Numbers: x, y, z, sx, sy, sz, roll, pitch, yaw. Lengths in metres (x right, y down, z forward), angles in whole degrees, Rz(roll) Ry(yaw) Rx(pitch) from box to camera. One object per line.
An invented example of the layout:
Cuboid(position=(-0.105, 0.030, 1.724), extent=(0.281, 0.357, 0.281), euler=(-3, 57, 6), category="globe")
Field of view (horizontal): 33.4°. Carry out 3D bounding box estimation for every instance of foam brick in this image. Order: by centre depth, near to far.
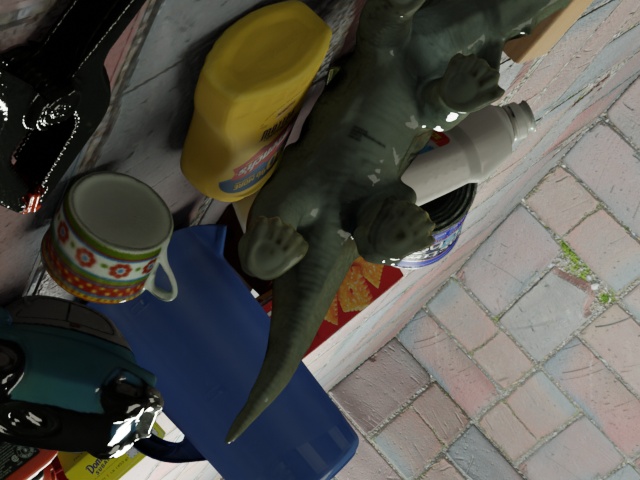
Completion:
Cuboid(position=(-0.057, 0.001, 1.009), extent=(0.051, 0.078, 0.053), euler=(-31, 162, -47), category="foam brick")

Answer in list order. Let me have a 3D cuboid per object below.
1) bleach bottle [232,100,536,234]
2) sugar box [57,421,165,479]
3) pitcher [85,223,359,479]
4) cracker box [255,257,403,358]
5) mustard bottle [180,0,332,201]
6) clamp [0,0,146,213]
Cuboid(position=(0.051, -0.061, 0.868), extent=(0.250, 0.102, 0.068), euler=(-21, 126, -3), category="bleach bottle")
Cuboid(position=(-0.216, 0.186, 1.052), extent=(0.093, 0.048, 0.176), euler=(-41, -160, -13), category="sugar box")
Cuboid(position=(-0.090, 0.120, 0.905), extent=(0.144, 0.243, 0.149), euler=(-37, 175, -39), category="pitcher")
Cuboid(position=(-0.039, 0.081, 1.085), extent=(0.164, 0.072, 0.213), euler=(-31, -178, 44), category="cracker box")
Cuboid(position=(-0.054, -0.079, 0.747), extent=(0.096, 0.058, 0.192), euler=(-44, 172, -29), category="mustard bottle")
Cuboid(position=(-0.142, -0.073, 0.504), extent=(0.164, 0.036, 0.210), euler=(-34, 167, -41), category="clamp")
